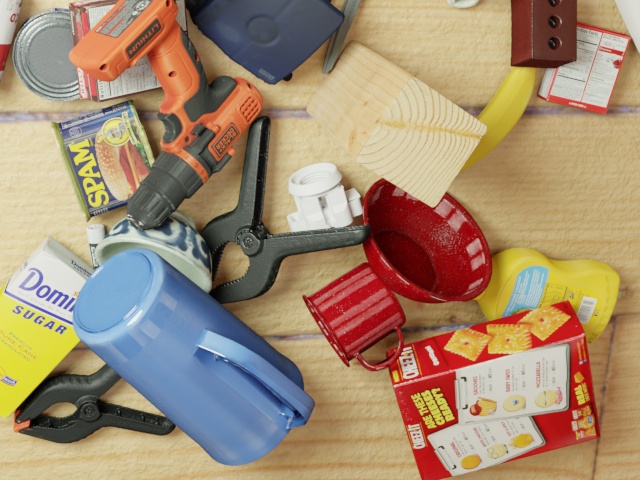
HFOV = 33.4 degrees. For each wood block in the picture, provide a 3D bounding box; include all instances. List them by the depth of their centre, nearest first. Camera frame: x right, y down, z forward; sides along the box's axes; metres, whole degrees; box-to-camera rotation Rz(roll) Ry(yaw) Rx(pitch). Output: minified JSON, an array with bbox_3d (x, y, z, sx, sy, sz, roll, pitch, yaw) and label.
[{"bbox_3d":[0.066,-0.118,1.024,0.090,0.206,0.090,30,100,-21],"label":"wood block"}]

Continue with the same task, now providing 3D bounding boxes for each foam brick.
[{"bbox_3d":[0.230,-0.220,1.099,0.053,0.051,0.078,0,89,-15],"label":"foam brick"}]

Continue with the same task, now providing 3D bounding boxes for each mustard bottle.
[{"bbox_3d":[0.237,0.058,1.210,0.191,0.058,0.096,10,112,-17],"label":"mustard bottle"}]

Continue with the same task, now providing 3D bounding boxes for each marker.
[{"bbox_3d":[-0.226,0.042,1.113,0.020,0.020,0.121,-8,111,-11],"label":"marker"}]

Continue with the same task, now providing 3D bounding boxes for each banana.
[{"bbox_3d":[0.159,-0.117,1.139,0.198,0.037,0.069,-33,113,-1],"label":"banana"}]

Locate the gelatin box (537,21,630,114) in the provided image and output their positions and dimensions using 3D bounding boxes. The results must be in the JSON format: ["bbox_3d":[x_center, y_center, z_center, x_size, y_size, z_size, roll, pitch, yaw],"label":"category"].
[{"bbox_3d":[0.283,-0.187,1.148,0.073,0.030,0.089,10,106,-15],"label":"gelatin box"}]

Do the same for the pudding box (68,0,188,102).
[{"bbox_3d":[-0.178,-0.185,1.008,0.113,0.039,0.090,-19,117,-37],"label":"pudding box"}]

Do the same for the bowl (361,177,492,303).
[{"bbox_3d":[0.101,0.010,1.129,0.162,0.162,0.055,22,135,-20],"label":"bowl"}]

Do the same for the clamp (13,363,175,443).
[{"bbox_3d":[-0.244,0.164,1.143,0.171,0.039,0.120,-6,106,-14],"label":"clamp"}]

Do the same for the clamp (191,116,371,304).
[{"bbox_3d":[-0.057,0.001,1.095,0.164,0.036,0.210,41,113,11],"label":"clamp"}]

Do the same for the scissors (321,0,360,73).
[{"bbox_3d":[0.059,-0.264,1.071,0.096,0.016,0.202,2,107,-17],"label":"scissors"}]

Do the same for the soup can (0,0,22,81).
[{"bbox_3d":[-0.318,-0.191,0.981,0.068,0.068,0.102,15,104,-18],"label":"soup can"}]

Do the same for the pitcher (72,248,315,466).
[{"bbox_3d":[-0.123,0.115,1.061,0.149,0.145,0.242,-33,131,11],"label":"pitcher"}]

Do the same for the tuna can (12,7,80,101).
[{"bbox_3d":[-0.249,-0.178,1.020,0.086,0.034,0.086,-4,110,-12],"label":"tuna can"}]

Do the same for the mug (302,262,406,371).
[{"bbox_3d":[0.045,0.085,1.148,0.081,0.117,0.093,-32,157,-6],"label":"mug"}]

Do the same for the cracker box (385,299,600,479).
[{"bbox_3d":[0.196,0.172,1.204,0.214,0.072,0.164,-15,124,4],"label":"cracker box"}]

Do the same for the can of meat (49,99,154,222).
[{"bbox_3d":[-0.209,-0.080,1.054,0.084,0.057,0.102,-20,113,-9],"label":"can of meat"}]

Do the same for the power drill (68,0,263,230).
[{"bbox_3d":[-0.150,-0.124,0.989,0.184,0.057,0.187,-53,139,-19],"label":"power drill"}]

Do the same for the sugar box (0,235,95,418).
[{"bbox_3d":[-0.299,0.090,1.088,0.093,0.048,0.176,40,104,-18],"label":"sugar box"}]
